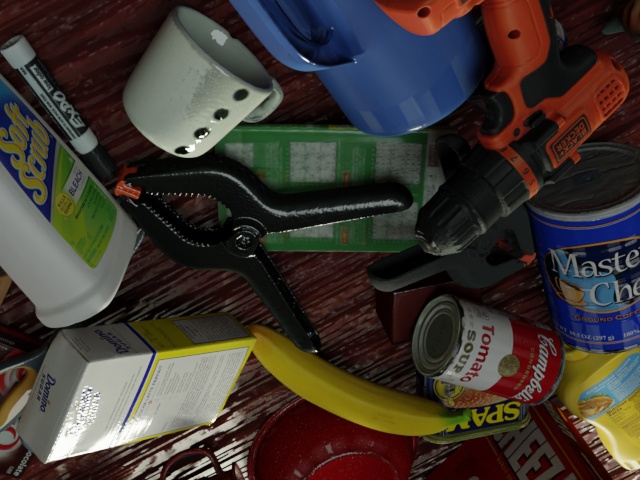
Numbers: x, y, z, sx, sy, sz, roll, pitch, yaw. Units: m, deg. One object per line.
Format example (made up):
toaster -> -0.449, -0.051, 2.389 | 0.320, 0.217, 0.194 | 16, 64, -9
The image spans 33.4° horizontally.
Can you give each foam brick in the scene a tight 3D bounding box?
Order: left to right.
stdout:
foam brick -> 0.087, 0.045, 0.878 | 0.078, 0.053, 0.051 | -11, 121, -11

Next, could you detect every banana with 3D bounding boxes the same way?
banana -> 0.026, 0.121, 0.891 | 0.198, 0.037, 0.070 | 20, 134, 0

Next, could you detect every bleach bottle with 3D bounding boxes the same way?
bleach bottle -> -0.224, -0.060, 0.704 | 0.068, 0.102, 0.250 | -19, 126, 25

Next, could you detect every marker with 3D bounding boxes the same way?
marker -> -0.180, -0.090, 0.748 | 0.020, 0.020, 0.121 | -31, 122, 3

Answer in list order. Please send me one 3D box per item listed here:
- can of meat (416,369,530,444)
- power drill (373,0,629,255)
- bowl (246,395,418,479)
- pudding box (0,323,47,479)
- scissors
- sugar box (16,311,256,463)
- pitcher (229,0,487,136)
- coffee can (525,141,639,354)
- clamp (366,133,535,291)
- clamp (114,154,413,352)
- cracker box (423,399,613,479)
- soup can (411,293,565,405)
can of meat -> 0.132, 0.121, 0.931 | 0.102, 0.057, 0.084 | -9, 118, -11
power drill -> 0.104, -0.101, 0.676 | 0.184, 0.057, 0.187 | -44, 131, -11
bowl -> 0.018, 0.207, 0.948 | 0.162, 0.055, 0.162 | -6, 120, -12
pudding box -> -0.251, 0.124, 0.836 | 0.090, 0.039, 0.114 | 26, 108, -26
scissors -> -0.182, 0.087, 0.811 | 0.201, 0.016, 0.096 | -41, 120, -3
sugar box -> -0.135, 0.106, 0.807 | 0.175, 0.048, 0.093 | 1, 122, -51
pitcher -> 0.010, -0.178, 0.682 | 0.149, 0.145, 0.242 | -34, 125, 1
coffee can -> 0.226, 0.006, 0.865 | 0.103, 0.103, 0.140 | -21, 122, -3
clamp -> 0.103, 0.002, 0.795 | 0.120, 0.039, 0.171 | -52, 139, 6
clamp -> -0.055, 0.001, 0.801 | 0.209, 0.036, 0.165 | 16, 120, -12
cracker box -> 0.157, 0.259, 0.952 | 0.072, 0.164, 0.214 | 36, 105, -31
soup can -> 0.132, 0.086, 0.842 | 0.102, 0.068, 0.069 | 18, 112, -25
